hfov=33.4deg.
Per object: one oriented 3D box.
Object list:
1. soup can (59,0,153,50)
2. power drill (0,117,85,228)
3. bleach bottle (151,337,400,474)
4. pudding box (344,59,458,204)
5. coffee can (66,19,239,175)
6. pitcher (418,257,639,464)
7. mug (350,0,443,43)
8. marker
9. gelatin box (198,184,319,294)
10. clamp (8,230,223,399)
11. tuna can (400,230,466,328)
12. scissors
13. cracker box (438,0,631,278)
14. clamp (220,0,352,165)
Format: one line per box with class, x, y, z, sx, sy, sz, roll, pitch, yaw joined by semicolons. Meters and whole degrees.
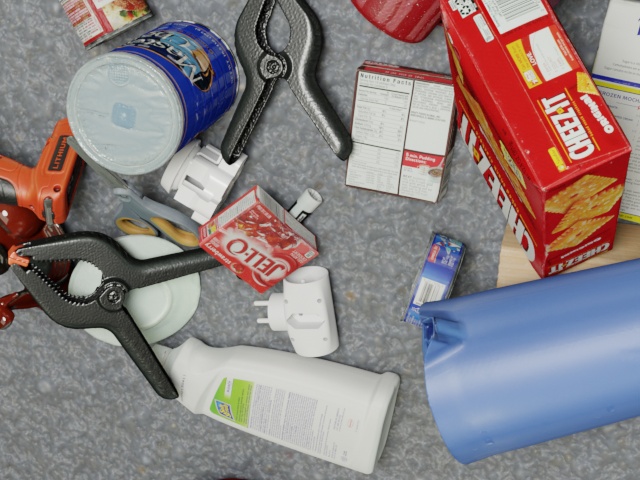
soup can;-0.202;-0.228;0.942;0.069;0.068;0.102;-22;104;24
power drill;-0.317;-0.095;1.004;0.187;0.184;0.057;10;151;-3
bleach bottle;-0.054;0.146;1.061;0.251;0.068;0.103;16;116;12
pudding box;0.072;-0.095;0.932;0.090;0.039;0.113;12;113;13
coffee can;-0.141;-0.127;0.925;0.103;0.140;0.103;6;114;14
pitcher;0.209;0.088;0.827;0.243;0.149;0.145;-16;93;19
mug;0.083;-0.210;0.859;0.117;0.093;0.082;19;128;-29
marker;-0.042;-0.003;1.016;0.020;0.020;0.121;42;118;-4
gelatin box;-0.056;0.001;0.983;0.073;0.030;0.089;-34;126;19
clamp;-0.194;0.059;1.007;0.209;0.036;0.164;15;98;-19
tuna can;0.101;0.037;0.953;0.034;0.086;0.086;20;117;6
scissors;-0.189;-0.041;0.985;0.096;0.016;0.201;-4;152;37
cracker box;0.153;-0.079;0.783;0.072;0.213;0.164;-25;69;2
clamp;-0.026;-0.144;0.924;0.120;0.039;0.171;7;104;11
